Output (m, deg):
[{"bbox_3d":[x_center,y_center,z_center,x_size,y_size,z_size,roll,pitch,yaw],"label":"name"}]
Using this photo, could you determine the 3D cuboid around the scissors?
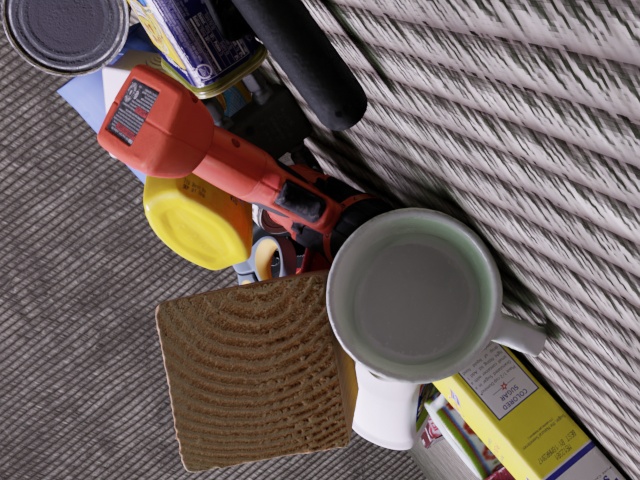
[{"bbox_3d":[-0.055,0.001,0.837,0.016,0.096,0.202,8,-141,-26],"label":"scissors"}]

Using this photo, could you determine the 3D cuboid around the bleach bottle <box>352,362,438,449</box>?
[{"bbox_3d":[0.057,0.095,0.806,0.068,0.102,0.251,21,167,10],"label":"bleach bottle"}]

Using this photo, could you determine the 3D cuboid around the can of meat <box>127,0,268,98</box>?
[{"bbox_3d":[-0.089,-0.151,0.692,0.084,0.057,0.102,59,172,-34],"label":"can of meat"}]

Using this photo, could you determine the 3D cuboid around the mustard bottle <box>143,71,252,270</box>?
[{"bbox_3d":[-0.085,-0.079,0.800,0.096,0.058,0.191,45,-145,-44],"label":"mustard bottle"}]

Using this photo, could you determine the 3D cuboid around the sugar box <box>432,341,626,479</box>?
[{"bbox_3d":[0.131,0.124,0.652,0.176,0.048,0.093,52,175,22],"label":"sugar box"}]

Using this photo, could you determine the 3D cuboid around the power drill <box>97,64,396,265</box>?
[{"bbox_3d":[-0.031,-0.032,0.647,0.187,0.057,0.185,29,180,-34],"label":"power drill"}]

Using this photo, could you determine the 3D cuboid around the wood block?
[{"bbox_3d":[-0.029,0.069,0.643,0.206,0.090,0.091,5,-105,-87],"label":"wood block"}]

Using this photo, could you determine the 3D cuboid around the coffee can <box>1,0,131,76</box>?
[{"bbox_3d":[-0.212,-0.212,0.920,0.102,0.103,0.140,55,-170,-27],"label":"coffee can"}]

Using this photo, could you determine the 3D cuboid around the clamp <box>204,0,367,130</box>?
[{"bbox_3d":[-0.052,-0.147,0.491,0.165,0.036,0.210,48,173,48],"label":"clamp"}]
